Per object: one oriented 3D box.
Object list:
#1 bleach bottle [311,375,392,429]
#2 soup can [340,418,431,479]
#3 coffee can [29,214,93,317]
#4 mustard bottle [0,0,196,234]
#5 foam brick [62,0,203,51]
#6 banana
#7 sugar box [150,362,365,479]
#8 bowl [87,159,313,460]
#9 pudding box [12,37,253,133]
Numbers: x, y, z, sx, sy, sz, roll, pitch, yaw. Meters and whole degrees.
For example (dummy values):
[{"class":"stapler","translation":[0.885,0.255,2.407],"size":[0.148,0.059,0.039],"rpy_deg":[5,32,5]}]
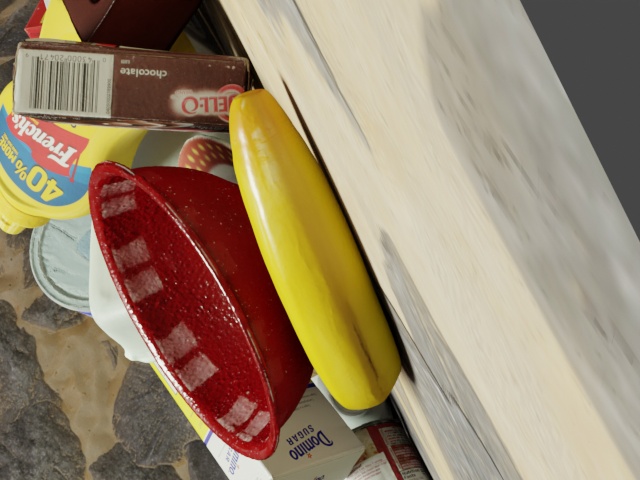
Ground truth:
[{"class":"bleach bottle","translation":[0.023,0.138,0.925],"size":[0.102,0.068,0.251],"rpy_deg":[63,175,13]},{"class":"soup can","translation":[0.052,0.193,0.793],"size":[0.102,0.068,0.068],"rpy_deg":[62,177,33]},{"class":"coffee can","translation":[-0.157,0.020,0.865],"size":[0.103,0.103,0.140],"rpy_deg":[63,-176,19]},{"class":"mustard bottle","translation":[-0.156,-0.070,0.665],"size":[0.096,0.192,0.058],"rpy_deg":[46,-146,6]},{"class":"foam brick","translation":[-0.106,-0.144,0.574],"size":[0.051,0.053,0.078],"rpy_deg":[3,-131,-45]},{"class":"banana","translation":[0.002,0.022,0.446],"size":[0.070,0.037,0.197],"rpy_deg":[61,177,36]},{"class":"sugar box","translation":[-0.056,0.110,0.784],"size":[0.176,0.093,0.048],"rpy_deg":[52,129,29]},{"class":"bowl","translation":[-0.048,0.024,0.519],"size":[0.162,0.055,0.162],"rpy_deg":[44,151,32]},{"class":"pudding box","translation":[-0.092,-0.076,0.546],"size":[0.090,0.113,0.039],"rpy_deg":[-146,61,-85]}]
